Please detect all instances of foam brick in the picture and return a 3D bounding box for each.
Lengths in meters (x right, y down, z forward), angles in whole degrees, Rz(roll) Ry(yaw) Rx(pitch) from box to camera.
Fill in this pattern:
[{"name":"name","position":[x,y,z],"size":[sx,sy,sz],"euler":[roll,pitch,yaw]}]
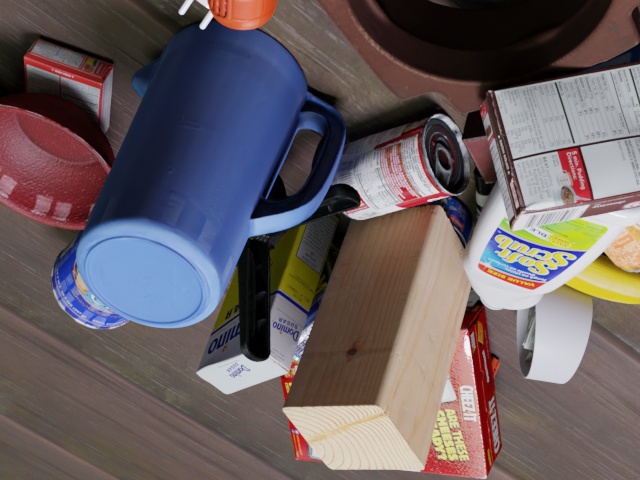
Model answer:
[{"name":"foam brick","position":[0.158,-0.084,0.828],"size":[0.078,0.053,0.051],"euler":[-8,134,31]}]

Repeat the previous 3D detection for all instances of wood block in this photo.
[{"name":"wood block","position":[0.054,0.078,0.887],"size":[0.091,0.206,0.090],"euler":[-7,134,32]}]

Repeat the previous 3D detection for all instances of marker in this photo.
[{"name":"marker","position":[0.146,-0.022,0.934],"size":[0.020,0.020,0.121],"euler":[7,140,17]}]

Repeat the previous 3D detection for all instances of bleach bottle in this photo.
[{"name":"bleach bottle","position":[0.173,-0.002,0.833],"size":[0.102,0.068,0.251],"euler":[24,155,7]}]

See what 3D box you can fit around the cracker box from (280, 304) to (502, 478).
[{"name":"cracker box","position":[0.067,0.147,1.088],"size":[0.214,0.072,0.164],"euler":[-1,111,26]}]

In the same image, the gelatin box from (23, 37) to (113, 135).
[{"name":"gelatin box","position":[-0.227,-0.133,0.963],"size":[0.073,0.030,0.089],"euler":[20,144,1]}]

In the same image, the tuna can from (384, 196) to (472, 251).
[{"name":"tuna can","position":[0.093,-0.009,0.962],"size":[0.086,0.033,0.086],"euler":[13,141,10]}]

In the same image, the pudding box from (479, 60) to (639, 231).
[{"name":"pudding box","position":[0.170,-0.062,0.696],"size":[0.113,0.090,0.039],"euler":[-10,165,-6]}]

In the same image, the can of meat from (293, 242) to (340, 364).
[{"name":"can of meat","position":[-0.002,0.061,1.012],"size":[0.084,0.102,0.057],"euler":[-43,115,14]}]

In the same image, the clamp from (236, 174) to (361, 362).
[{"name":"clamp","position":[-0.056,0.001,0.930],"size":[0.036,0.164,0.210],"euler":[25,-175,-34]}]

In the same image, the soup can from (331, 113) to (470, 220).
[{"name":"soup can","position":[0.064,-0.059,0.888],"size":[0.102,0.068,0.068],"euler":[-15,130,37]}]

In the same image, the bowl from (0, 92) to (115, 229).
[{"name":"bowl","position":[-0.246,-0.081,0.964],"size":[0.162,0.055,0.162],"euler":[13,144,10]}]

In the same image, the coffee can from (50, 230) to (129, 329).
[{"name":"coffee can","position":[-0.197,0.018,1.071],"size":[0.102,0.102,0.141],"euler":[34,140,-16]}]

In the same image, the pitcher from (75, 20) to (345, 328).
[{"name":"pitcher","position":[-0.087,-0.050,0.827],"size":[0.149,0.242,0.145],"euler":[-23,123,33]}]

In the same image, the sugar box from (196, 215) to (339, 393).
[{"name":"sugar box","position":[-0.047,0.049,0.980],"size":[0.048,0.176,0.094],"euler":[40,138,-23]}]
